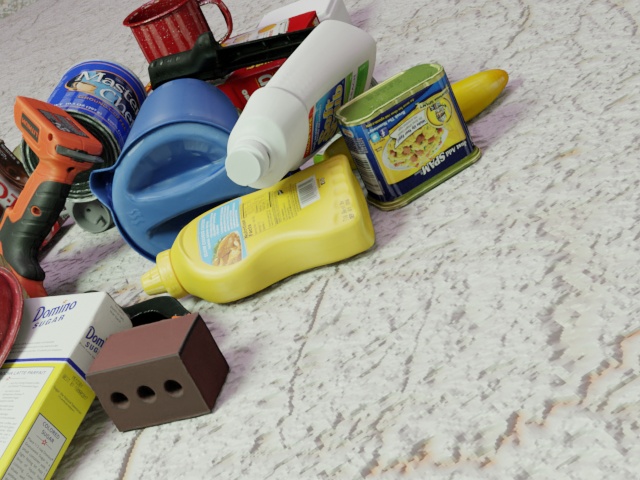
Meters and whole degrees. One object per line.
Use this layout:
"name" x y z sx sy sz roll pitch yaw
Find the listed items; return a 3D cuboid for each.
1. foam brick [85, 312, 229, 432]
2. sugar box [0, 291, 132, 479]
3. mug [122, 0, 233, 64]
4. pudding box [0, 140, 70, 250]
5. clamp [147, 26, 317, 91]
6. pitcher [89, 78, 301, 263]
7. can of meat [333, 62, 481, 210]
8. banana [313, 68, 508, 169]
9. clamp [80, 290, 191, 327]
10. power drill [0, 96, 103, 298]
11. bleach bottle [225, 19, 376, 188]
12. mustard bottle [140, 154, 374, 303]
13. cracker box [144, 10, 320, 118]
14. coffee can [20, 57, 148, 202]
"foam brick" -0.113 0.091 0.741 0.078 0.053 0.051 -16 26 22
"sugar box" -0.210 0.117 0.755 0.093 0.048 0.176 -6 42 34
"mug" -0.155 -0.236 1.216 0.117 0.081 0.093 -21 27 10
"pudding box" -0.330 -0.037 1.128 0.039 0.113 0.090 -34 18 32
"clamp" -0.104 -0.189 1.113 0.164 0.036 0.210 -12 3 -37
"pitcher" -0.113 -0.074 1.001 0.145 0.149 0.243 -38 20 8
"can of meat" 0.071 -0.088 0.881 0.102 0.084 0.057 -32 25 -12
"banana" 0.081 -0.108 0.967 0.198 0.037 0.069 -22 25 8
"clamp" -0.157 0.071 0.839 0.172 0.039 0.120 -11 38 27
"power drill" -0.285 -0.036 1.005 0.185 0.057 0.188 36 108 40
"bleach bottle" -0.021 -0.103 0.889 0.068 0.103 0.250 22 32 8
"mustard bottle" -0.055 0.001 0.855 0.192 0.058 0.096 -22 39 8
"cracker box" -0.106 -0.180 1.248 0.214 0.072 0.164 -13 29 24
"coffee can" -0.242 -0.117 1.110 0.103 0.103 0.140 -19 28 14
